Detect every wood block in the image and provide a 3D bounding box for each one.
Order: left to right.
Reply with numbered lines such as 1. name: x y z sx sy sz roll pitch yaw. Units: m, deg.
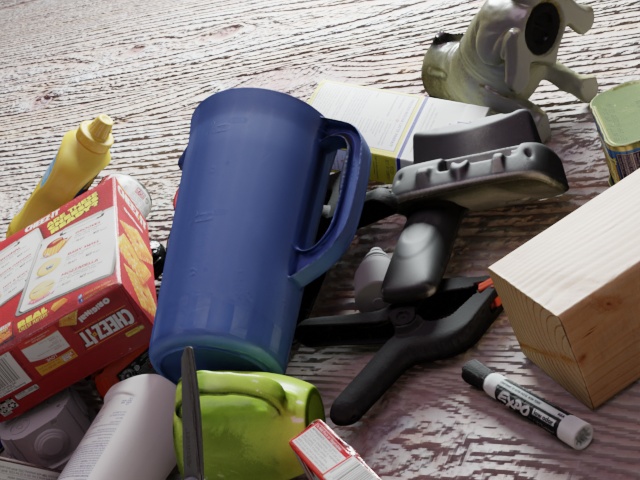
1. wood block: 0.237 0.013 0.751 0.206 0.090 0.091 -33 31 -9

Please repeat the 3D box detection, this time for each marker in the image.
1. marker: 0.140 0.112 0.745 0.020 0.020 0.121 -37 33 -17

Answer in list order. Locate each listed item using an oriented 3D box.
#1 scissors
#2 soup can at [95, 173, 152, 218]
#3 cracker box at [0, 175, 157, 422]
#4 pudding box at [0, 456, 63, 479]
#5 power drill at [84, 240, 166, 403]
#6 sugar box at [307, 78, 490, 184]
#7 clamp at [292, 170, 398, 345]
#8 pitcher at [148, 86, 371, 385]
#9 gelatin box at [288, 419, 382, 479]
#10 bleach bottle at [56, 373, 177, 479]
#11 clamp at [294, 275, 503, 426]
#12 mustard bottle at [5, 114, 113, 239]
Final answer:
1. scissors: -0.096 0.181 0.712 0.096 0.016 0.202 -30 67 31
2. soup can: -0.236 -0.020 1.177 0.069 0.068 0.102 -9 35 27
3. cracker box: -0.234 0.048 0.965 0.164 0.072 0.214 -29 29 4
4. pudding box: -0.258 0.191 0.839 0.090 0.113 0.039 -6 70 31
5. power drill: -0.185 0.079 1.004 0.184 0.057 0.188 -43 32 -19
6. sugar box: 0.067 -0.100 1.034 0.176 0.048 0.093 15 53 17
7. clamp: 0.015 -0.017 0.965 0.165 0.036 0.210 -51 16 25
8. pitcher: -0.056 0.001 0.880 0.149 0.145 0.242 128 156 -54
9. gelatin box: 0.022 0.167 0.698 0.030 0.073 0.089 -34 31 -14
10. bleach bottle: -0.183 0.217 0.784 0.103 0.068 0.250 -27 26 53
11. clamp: 0.066 0.080 0.831 0.171 0.039 0.120 -21 41 6
12. mustard bottle: -0.287 -0.068 1.208 0.192 0.058 0.096 -51 11 29
